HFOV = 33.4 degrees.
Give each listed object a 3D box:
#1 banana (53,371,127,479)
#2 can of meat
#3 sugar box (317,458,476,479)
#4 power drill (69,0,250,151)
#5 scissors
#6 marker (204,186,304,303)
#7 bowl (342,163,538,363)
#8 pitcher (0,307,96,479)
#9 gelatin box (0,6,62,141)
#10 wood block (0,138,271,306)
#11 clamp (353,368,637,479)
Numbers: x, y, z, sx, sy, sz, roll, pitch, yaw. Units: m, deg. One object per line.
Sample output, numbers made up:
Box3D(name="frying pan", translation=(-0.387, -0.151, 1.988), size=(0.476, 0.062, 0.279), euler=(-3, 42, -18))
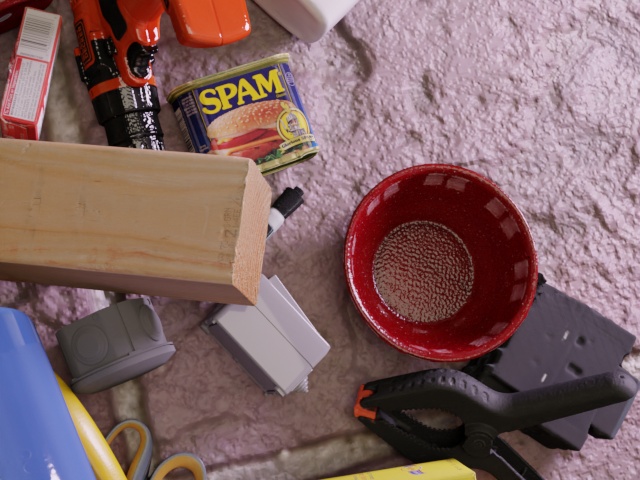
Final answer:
Box3D(name="banana", translation=(-0.174, 0.153, 0.764), size=(0.037, 0.070, 0.198), euler=(-33, 84, -27))
Box3D(name="can of meat", translation=(-0.060, -0.092, 0.849), size=(0.102, 0.057, 0.084), euler=(-20, 90, -18))
Box3D(name="sugar box", translation=(0.024, 0.198, 0.792), size=(0.176, 0.093, 0.048), euler=(-6, 85, -4))
Box3D(name="power drill", translation=(-0.122, -0.144, 0.773), size=(0.057, 0.188, 0.184), euler=(-14, 85, -36))
Box3D(name="scissors", translation=(-0.142, 0.237, 0.799), size=(0.096, 0.016, 0.202), euler=(10, 80, -14))
Box3D(name="marker", translation=(-0.056, 0.001, 0.855), size=(0.020, 0.020, 0.121), euler=(44, 74, -6))
Box3D(name="bowl", translation=(0.092, 0.021, 0.870), size=(0.162, 0.055, 0.162), euler=(2, 78, -10))
Box3D(name="pitcher", translation=(-0.207, 0.171, 0.661), size=(0.145, 0.149, 0.243), euler=(-29, 71, 14))
Box3D(name="gelatin box", translation=(-0.218, -0.120, 0.799), size=(0.030, 0.073, 0.089), euler=(13, 80, -13))
Box3D(name="wood block", translation=(-0.147, -0.013, 0.756), size=(0.206, 0.091, 0.090), euler=(5, 79, 9))
Box3D(name="clamp", translation=(0.133, 0.142, 0.838), size=(0.210, 0.165, 0.036), euler=(19, 33, 2))
